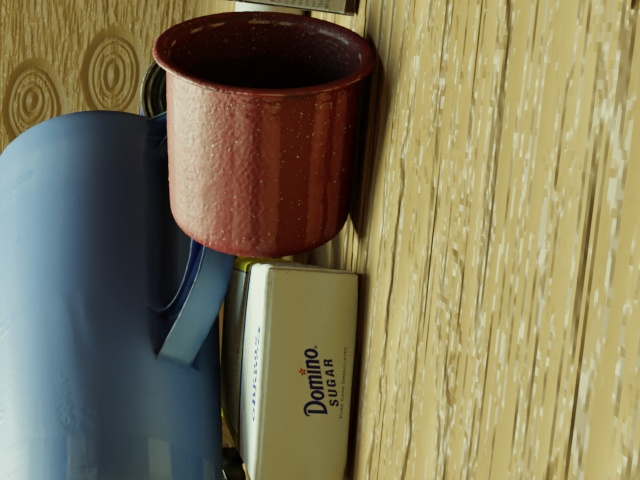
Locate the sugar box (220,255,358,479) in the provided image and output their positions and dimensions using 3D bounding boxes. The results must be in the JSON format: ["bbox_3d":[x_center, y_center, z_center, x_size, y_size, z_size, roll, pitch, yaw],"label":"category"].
[{"bbox_3d":[-0.020,0.056,0.524,0.176,0.048,0.093,-174,87,-78],"label":"sugar box"}]

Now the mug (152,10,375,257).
[{"bbox_3d":[-0.020,-0.051,0.474,0.117,0.093,0.081,-47,-33,-52],"label":"mug"}]

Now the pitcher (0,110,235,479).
[{"bbox_3d":[-0.105,0.050,0.552,0.149,0.145,0.243,86,175,-48],"label":"pitcher"}]
